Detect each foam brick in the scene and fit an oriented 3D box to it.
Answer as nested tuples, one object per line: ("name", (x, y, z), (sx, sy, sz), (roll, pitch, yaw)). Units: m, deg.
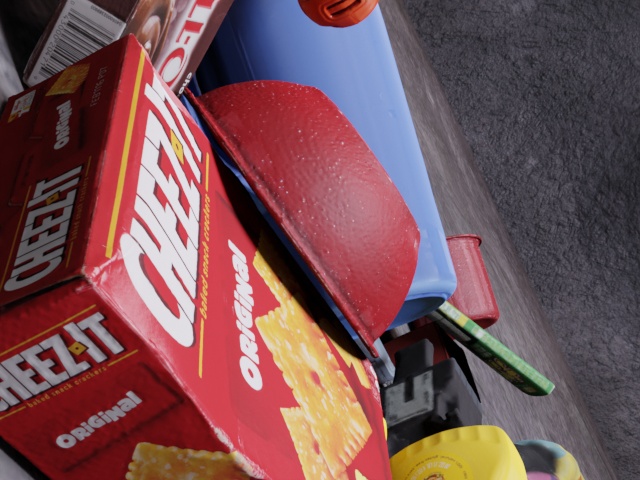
("foam brick", (0.091, 0.110, 0.875), (0.078, 0.051, 0.053), (45, 25, -55))

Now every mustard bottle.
("mustard bottle", (0.075, 0.187, 0.583), (0.058, 0.096, 0.191), (59, 15, -25))

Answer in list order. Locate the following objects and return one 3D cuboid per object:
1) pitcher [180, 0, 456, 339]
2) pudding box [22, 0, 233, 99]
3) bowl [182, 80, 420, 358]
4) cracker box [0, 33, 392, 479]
("pitcher", (-0.008, -0.062, 0.674), (0.145, 0.149, 0.243), (69, 3, -75))
("pudding box", (-0.078, -0.107, 0.491), (0.039, 0.113, 0.090), (34, 9, 13))
("bowl", (0.001, -0.023, 0.524), (0.162, 0.055, 0.162), (55, -2, 2))
("cracker box", (-0.045, 0.047, 0.426), (0.213, 0.072, 0.164), (55, 16, -33))
